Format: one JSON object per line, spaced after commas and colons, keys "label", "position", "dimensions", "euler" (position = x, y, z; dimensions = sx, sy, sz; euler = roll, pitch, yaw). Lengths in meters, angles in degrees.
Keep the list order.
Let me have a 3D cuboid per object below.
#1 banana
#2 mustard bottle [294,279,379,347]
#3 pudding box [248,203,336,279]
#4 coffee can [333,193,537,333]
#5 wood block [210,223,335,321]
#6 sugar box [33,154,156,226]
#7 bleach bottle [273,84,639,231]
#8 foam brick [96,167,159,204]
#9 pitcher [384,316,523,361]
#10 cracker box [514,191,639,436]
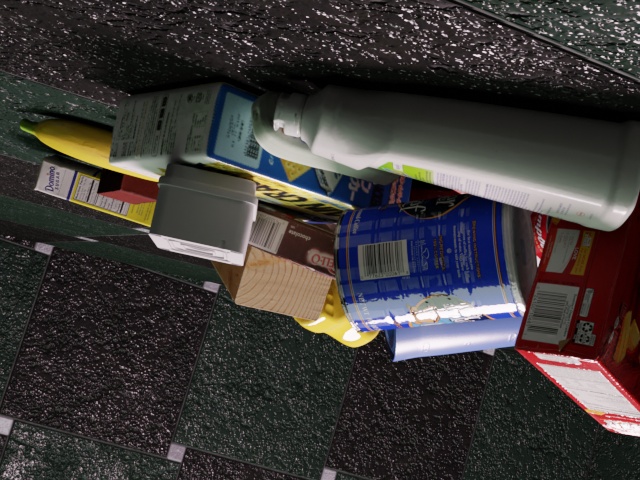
{"label": "banana", "position": [-0.211, -0.095, 1.115], "dimensions": [0.197, 0.037, 0.070], "euler": [18, -166, -28]}
{"label": "mustard bottle", "position": [0.026, 0.076, 1.268], "dimensions": [0.058, 0.096, 0.191], "euler": [-29, 150, 20]}
{"label": "pudding box", "position": [-0.007, 0.008, 0.946], "dimensions": [0.114, 0.039, 0.090], "euler": [23, 179, 26]}
{"label": "coffee can", "position": [0.093, 0.016, 0.846], "dimensions": [0.140, 0.103, 0.102], "euler": [-8, 166, 20]}
{"label": "wood block", "position": [-0.057, 0.001, 1.129], "dimensions": [0.090, 0.090, 0.206], "euler": [15, -168, -19]}
{"label": "sugar box", "position": [-0.250, -0.056, 1.292], "dimensions": [0.176, 0.048, 0.093], "euler": [16, -174, -5]}
{"label": "bleach bottle", "position": [0.090, -0.067, 0.741], "dimensions": [0.251, 0.068, 0.102], "euler": [13, 172, 8]}
{"label": "foam brick", "position": [-0.211, -0.073, 1.202], "dimensions": [0.051, 0.053, 0.078], "euler": [15, 171, -30]}
{"label": "pitcher", "position": [0.184, 0.059, 1.132], "dimensions": [0.242, 0.145, 0.149], "euler": [-3, -174, -2]}
{"label": "cracker box", "position": [0.244, 0.050, 0.848], "dimensions": [0.072, 0.164, 0.213], "euler": [6, 159, 37]}
